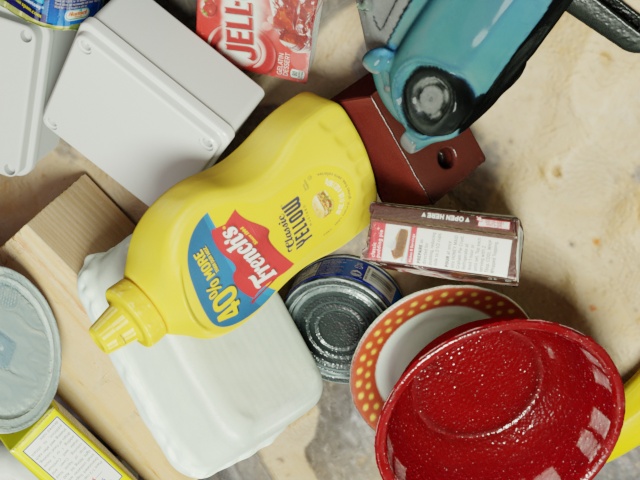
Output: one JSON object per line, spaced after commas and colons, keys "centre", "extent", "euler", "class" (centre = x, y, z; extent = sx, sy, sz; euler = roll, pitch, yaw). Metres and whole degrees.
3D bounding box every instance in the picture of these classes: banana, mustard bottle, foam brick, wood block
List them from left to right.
{"centre": [-0.138, 0.068, 0.751], "extent": [0.090, 0.090, 0.206], "euler": [-37, 102, 28], "class": "wood block"}
{"centre": [-0.054, 0.001, 0.623], "extent": [0.058, 0.191, 0.096], "euler": [30, 149, 42], "class": "mustard bottle"}
{"centre": [0.052, -0.066, 0.646], "extent": [0.078, 0.053, 0.051], "euler": [58, 155, -16], "class": "foam brick"}
{"centre": [0.193, 0.111, 0.714], "extent": [0.198, 0.037, 0.069], "euler": [-34, 103, 26], "class": "banana"}

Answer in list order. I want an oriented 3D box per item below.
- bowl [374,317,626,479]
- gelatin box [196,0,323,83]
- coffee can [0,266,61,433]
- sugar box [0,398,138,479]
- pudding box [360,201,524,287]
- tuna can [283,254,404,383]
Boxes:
{"centre": [0.109, 0.107, 0.685], "extent": [0.162, 0.055, 0.162], "euler": [-4, 118, -8], "class": "bowl"}
{"centre": [-0.036, -0.142, 0.640], "extent": [0.073, 0.030, 0.089], "euler": [13, 136, 2], "class": "gelatin box"}
{"centre": [-0.251, 0.079, 0.677], "extent": [0.140, 0.102, 0.103], "euler": [-13, 111, 28], "class": "coffee can"}
{"centre": [-0.153, 0.176, 0.750], "extent": [0.048, 0.093, 0.176], "euler": [-45, 113, -15], "class": "sugar box"}
{"centre": [0.078, 0.004, 0.651], "extent": [0.090, 0.113, 0.039], "euler": [7, 85, 11], "class": "pudding box"}
{"centre": [0.015, 0.055, 0.736], "extent": [0.086, 0.033, 0.086], "euler": [6, 116, 12], "class": "tuna can"}
